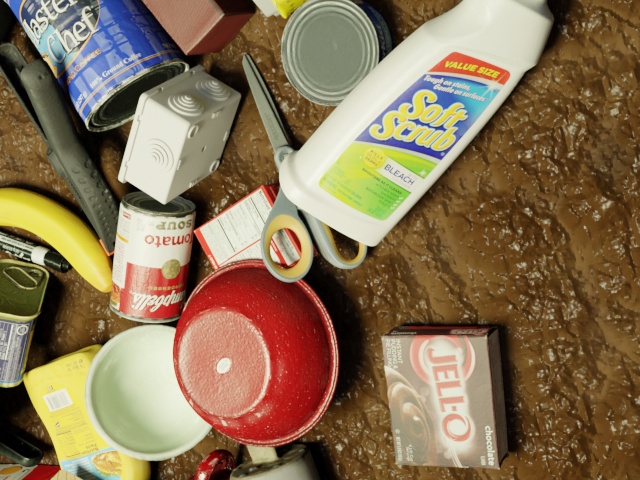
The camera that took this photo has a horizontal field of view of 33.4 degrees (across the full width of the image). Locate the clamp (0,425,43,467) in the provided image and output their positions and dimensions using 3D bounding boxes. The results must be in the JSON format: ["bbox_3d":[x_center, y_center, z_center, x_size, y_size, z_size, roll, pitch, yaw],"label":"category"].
[{"bbox_3d":[-0.356,0.194,1.119,0.172,0.039,0.120,-27,76,35],"label":"clamp"}]

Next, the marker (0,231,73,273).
[{"bbox_3d":[-0.294,0.008,1.056,0.121,0.020,0.020,17,109,23],"label":"marker"}]

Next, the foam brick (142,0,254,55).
[{"bbox_3d":[-0.105,-0.200,0.889,0.051,0.052,0.078,-43,80,28],"label":"foam brick"}]

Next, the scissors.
[{"bbox_3d":[-0.040,-0.051,0.887,0.096,0.016,0.202,-36,84,-10],"label":"scissors"}]

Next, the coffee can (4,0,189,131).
[{"bbox_3d":[-0.192,-0.179,0.910,0.103,0.102,0.140,-36,85,29],"label":"coffee can"}]

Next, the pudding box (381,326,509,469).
[{"bbox_3d":[0.102,0.126,0.867,0.090,0.039,0.113,-3,101,27],"label":"pudding box"}]

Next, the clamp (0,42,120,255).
[{"bbox_3d":[-0.221,-0.079,0.941,0.210,0.036,0.165,64,165,-18],"label":"clamp"}]

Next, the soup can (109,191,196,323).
[{"bbox_3d":[-0.149,0.014,0.954,0.069,0.068,0.102,17,109,23],"label":"soup can"}]

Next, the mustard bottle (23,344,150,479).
[{"bbox_3d":[-0.216,0.202,1.039,0.096,0.058,0.191,-21,92,31],"label":"mustard bottle"}]

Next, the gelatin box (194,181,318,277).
[{"bbox_3d":[-0.056,0.001,0.925,0.089,0.030,0.073,-31,86,29],"label":"gelatin box"}]

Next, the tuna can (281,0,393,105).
[{"bbox_3d":[0.014,-0.151,0.850,0.086,0.033,0.086,7,105,26],"label":"tuna can"}]

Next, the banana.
[{"bbox_3d":[-0.271,-0.009,1.026,0.198,0.037,0.070,16,98,22],"label":"banana"}]

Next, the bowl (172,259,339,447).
[{"bbox_3d":[-0.067,0.098,0.889,0.162,0.055,0.162,2,94,28],"label":"bowl"}]

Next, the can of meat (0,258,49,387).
[{"bbox_3d":[-0.302,0.079,1.031,0.057,0.102,0.084,13,115,-12],"label":"can of meat"}]

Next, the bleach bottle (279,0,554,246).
[{"bbox_3d":[0.080,-0.113,0.796,0.102,0.068,0.251,30,118,-19],"label":"bleach bottle"}]
